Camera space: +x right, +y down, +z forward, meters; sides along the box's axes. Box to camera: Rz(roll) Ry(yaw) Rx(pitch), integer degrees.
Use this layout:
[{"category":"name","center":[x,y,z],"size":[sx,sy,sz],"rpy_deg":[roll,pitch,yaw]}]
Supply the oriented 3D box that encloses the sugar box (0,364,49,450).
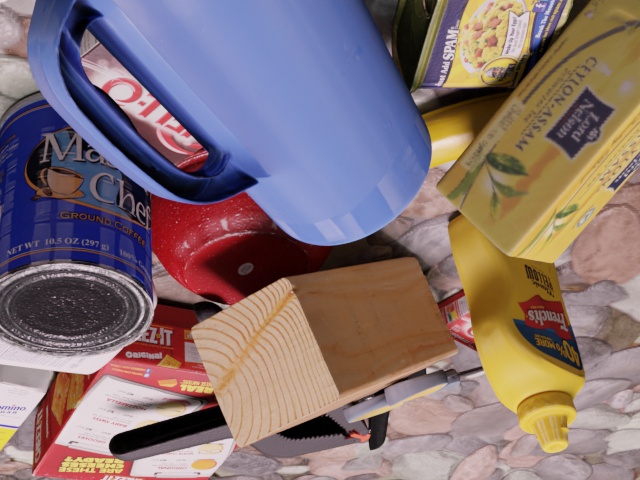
[{"category":"sugar box","center":[-0.272,0.122,0.878],"size":[0.048,0.093,0.176],"rpy_deg":[18,137,-31]}]

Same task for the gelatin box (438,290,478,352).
[{"category":"gelatin box","center":[0.156,0.068,0.931],"size":[0.073,0.030,0.089],"rpy_deg":[-32,136,30]}]

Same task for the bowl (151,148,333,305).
[{"category":"bowl","center":[-0.055,0.001,0.786],"size":[0.162,0.055,0.162],"rpy_deg":[-5,143,-4]}]

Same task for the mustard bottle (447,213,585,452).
[{"category":"mustard bottle","center":[0.152,0.068,0.795],"size":[0.096,0.191,0.058],"rpy_deg":[27,132,-37]}]

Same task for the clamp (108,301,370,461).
[{"category":"clamp","center":[-0.056,0.139,0.862],"size":[0.209,0.036,0.165],"rpy_deg":[24,118,-33]}]

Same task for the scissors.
[{"category":"scissors","center":[0.086,0.123,0.886],"size":[0.096,0.016,0.201],"rpy_deg":[-25,167,20]}]

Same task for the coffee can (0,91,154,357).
[{"category":"coffee can","center":[-0.158,-0.011,0.679],"size":[0.102,0.140,0.103],"rpy_deg":[-5,143,-4]}]

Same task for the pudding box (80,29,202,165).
[{"category":"pudding box","center":[-0.098,-0.101,0.654],"size":[0.090,0.039,0.113],"rpy_deg":[-31,138,28]}]

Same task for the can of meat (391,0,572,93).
[{"category":"can of meat","center":[0.095,-0.135,0.630],"size":[0.084,0.057,0.102],"rpy_deg":[-2,144,-11]}]

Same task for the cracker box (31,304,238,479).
[{"category":"cracker box","center":[-0.146,0.141,0.943],"size":[0.164,0.072,0.214],"rpy_deg":[12,140,-25]}]

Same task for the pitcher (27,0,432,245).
[{"category":"pitcher","center":[-0.039,-0.096,0.561],"size":[0.149,0.145,0.242],"rpy_deg":[-28,135,11]}]

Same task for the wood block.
[{"category":"wood block","center":[0.010,0.075,0.789],"size":[0.091,0.090,0.205],"rpy_deg":[-29,169,27]}]

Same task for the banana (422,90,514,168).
[{"category":"banana","center":[0.111,-0.070,0.734],"size":[0.198,0.037,0.069],"rpy_deg":[-9,141,2]}]
